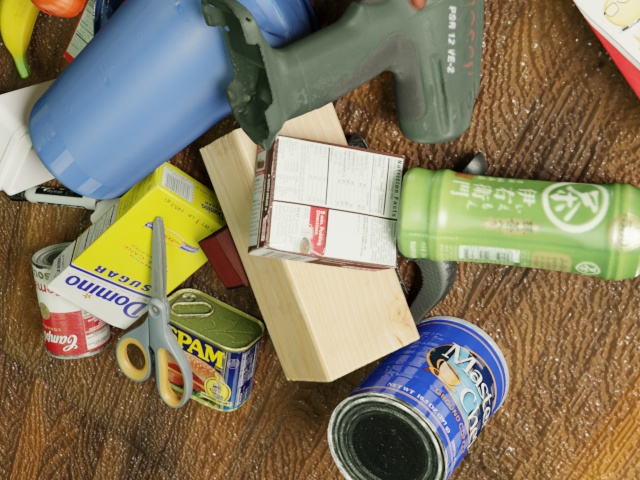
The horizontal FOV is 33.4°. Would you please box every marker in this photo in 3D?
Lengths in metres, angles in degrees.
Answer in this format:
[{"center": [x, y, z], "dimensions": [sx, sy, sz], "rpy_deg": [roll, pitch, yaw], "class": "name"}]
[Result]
[{"center": [-0.269, -0.045, 1.078], "dimensions": [0.121, 0.020, 0.020], "rpy_deg": [7, 115, 28], "class": "marker"}]

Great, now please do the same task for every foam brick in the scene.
[{"center": [-0.056, 0.001, 0.927], "dimensions": [0.053, 0.078, 0.051], "rpy_deg": [59, 155, -7], "class": "foam brick"}]

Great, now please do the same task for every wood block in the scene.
[{"center": [-0.010, 0.002, 0.869], "dimensions": [0.090, 0.090, 0.206], "rpy_deg": [-14, 97, 64], "class": "wood block"}]

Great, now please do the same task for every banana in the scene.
[{"center": [-0.245, -0.233, 0.970], "dimensions": [0.069, 0.037, 0.198], "rpy_deg": [41, 129, -11], "class": "banana"}]

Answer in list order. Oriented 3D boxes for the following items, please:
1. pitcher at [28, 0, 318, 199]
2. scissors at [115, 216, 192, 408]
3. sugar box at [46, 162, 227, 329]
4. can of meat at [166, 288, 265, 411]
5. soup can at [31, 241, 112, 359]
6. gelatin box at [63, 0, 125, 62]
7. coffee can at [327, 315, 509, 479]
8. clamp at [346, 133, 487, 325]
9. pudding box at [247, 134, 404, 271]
[{"center": [-0.132, -0.147, 0.870], "dimensions": [0.145, 0.149, 0.243], "rpy_deg": [38, 125, -26], "class": "pitcher"}, {"center": [-0.164, 0.066, 0.994], "dimensions": [0.096, 0.016, 0.202], "rpy_deg": [7, 118, 32], "class": "scissors"}, {"center": [-0.166, 0.009, 0.990], "dimensions": [0.093, 0.048, 0.176], "rpy_deg": [34, 123, -26], "class": "sugar box"}, {"center": [-0.109, 0.107, 1.029], "dimensions": [0.102, 0.057, 0.084], "rpy_deg": [24, 125, 21], "class": "can of meat"}, {"center": [-0.253, 0.060, 1.086], "dimensions": [0.069, 0.068, 0.102], "rpy_deg": [8, 115, 28], "class": "soup can"}, {"center": [-0.182, -0.180, 0.958], "dimensions": [0.073, 0.030, 0.089], "rpy_deg": [40, 123, 9], "class": "gelatin box"}, {"center": [0.083, 0.137, 0.874], "dimensions": [0.103, 0.140, 0.103], "rpy_deg": [13, 118, 26], "class": "coffee can"}, {"center": [0.084, -0.005, 0.875], "dimensions": [0.120, 0.039, 0.171], "rpy_deg": [5, 116, 34], "class": "clamp"}, {"center": [0.006, -0.028, 0.808], "dimensions": [0.039, 0.113, 0.090], "rpy_deg": [-11, 72, 64], "class": "pudding box"}]
